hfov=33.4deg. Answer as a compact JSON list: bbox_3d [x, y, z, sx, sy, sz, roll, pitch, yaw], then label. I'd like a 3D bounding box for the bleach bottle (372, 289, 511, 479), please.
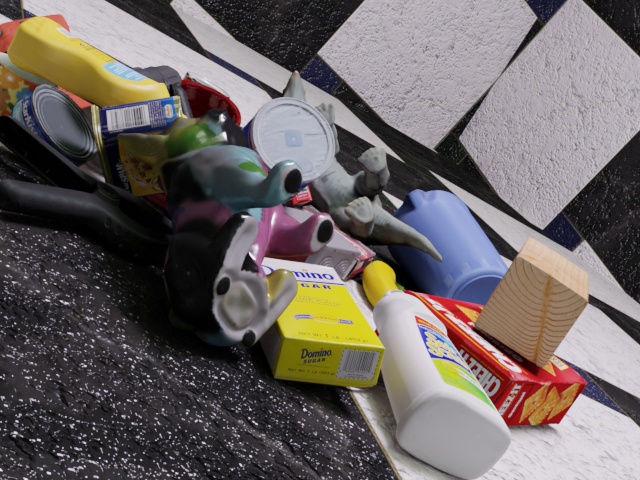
[{"bbox_3d":[0.093,0.113,0.999,0.102,0.068,0.251,32,16,-23],"label":"bleach bottle"}]

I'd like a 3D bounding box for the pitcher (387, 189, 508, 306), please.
[{"bbox_3d":[0.191,0.042,1.492,0.149,0.145,0.243,15,21,-20],"label":"pitcher"}]

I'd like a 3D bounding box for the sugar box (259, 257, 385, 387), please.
[{"bbox_3d":[-0.012,0.069,0.961,0.093,0.048,0.176,9,21,-19],"label":"sugar box"}]

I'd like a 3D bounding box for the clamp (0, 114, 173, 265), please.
[{"bbox_3d":[-0.206,-0.037,0.957,0.209,0.036,0.165,27,18,-33],"label":"clamp"}]

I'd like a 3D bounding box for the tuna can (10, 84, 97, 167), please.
[{"bbox_3d":[-0.259,-0.106,1.038,0.086,0.034,0.086,47,24,-29],"label":"tuna can"}]

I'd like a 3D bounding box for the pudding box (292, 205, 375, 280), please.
[{"bbox_3d":[0.009,0.002,1.357,0.113,0.039,0.090,35,12,11],"label":"pudding box"}]

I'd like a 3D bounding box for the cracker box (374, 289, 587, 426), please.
[{"bbox_3d":[0.184,0.133,1.196,0.164,0.072,0.213,39,14,32],"label":"cracker box"}]

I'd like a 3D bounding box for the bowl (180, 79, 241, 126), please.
[{"bbox_3d":[-0.180,-0.138,1.312,0.162,0.055,0.162,8,35,-6],"label":"bowl"}]

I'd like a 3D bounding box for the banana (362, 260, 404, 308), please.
[{"bbox_3d":[0.083,0.061,1.315,0.069,0.037,0.197,31,12,-5],"label":"banana"}]

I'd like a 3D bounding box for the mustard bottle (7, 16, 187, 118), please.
[{"bbox_3d":[-0.218,-0.161,1.096,0.191,0.058,0.096,29,9,3],"label":"mustard bottle"}]

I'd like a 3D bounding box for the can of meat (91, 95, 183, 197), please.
[{"bbox_3d":[-0.170,-0.088,1.031,0.084,0.102,0.057,-10,48,-6],"label":"can of meat"}]

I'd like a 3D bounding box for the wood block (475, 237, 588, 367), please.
[{"bbox_3d":[0.248,0.066,1.229,0.090,0.091,0.206,34,13,9],"label":"wood block"}]

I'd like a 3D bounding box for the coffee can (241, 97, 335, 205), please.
[{"bbox_3d":[-0.059,-0.093,1.253,0.102,0.102,0.141,29,-28,-15],"label":"coffee can"}]

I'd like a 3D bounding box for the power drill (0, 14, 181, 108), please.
[{"bbox_3d":[-0.284,-0.207,1.276,0.188,0.057,0.184,35,37,30],"label":"power drill"}]

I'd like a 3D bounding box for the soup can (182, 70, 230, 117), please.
[{"bbox_3d":[-0.173,-0.164,1.411,0.068,0.102,0.068,31,12,-7],"label":"soup can"}]
